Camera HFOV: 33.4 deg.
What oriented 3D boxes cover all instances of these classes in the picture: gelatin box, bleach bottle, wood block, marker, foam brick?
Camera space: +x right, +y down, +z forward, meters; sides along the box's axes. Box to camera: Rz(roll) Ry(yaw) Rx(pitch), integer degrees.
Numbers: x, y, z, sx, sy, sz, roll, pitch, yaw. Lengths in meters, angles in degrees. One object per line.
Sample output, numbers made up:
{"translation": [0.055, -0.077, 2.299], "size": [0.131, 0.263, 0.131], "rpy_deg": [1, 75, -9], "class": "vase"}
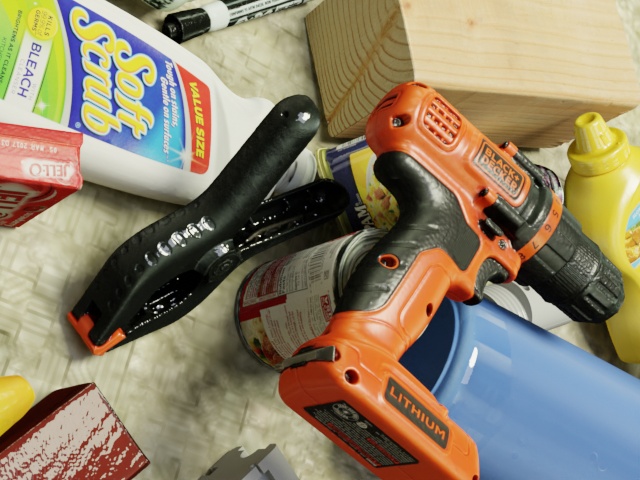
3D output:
{"translation": [-0.163, -0.031, 0.506], "size": [0.073, 0.089, 0.030], "rpy_deg": [7, 75, -34], "class": "gelatin box"}
{"translation": [-0.109, -0.080, 0.573], "size": [0.250, 0.068, 0.102], "rpy_deg": [18, 75, -33], "class": "bleach bottle"}
{"translation": [0.106, -0.120, 0.713], "size": [0.205, 0.091, 0.090], "rpy_deg": [-1, 73, -36], "class": "wood block"}
{"translation": [-0.048, -0.144, 0.659], "size": [0.120, 0.020, 0.020], "rpy_deg": [-28, 95, -37], "class": "marker"}
{"translation": [-0.133, 0.112, 0.514], "size": [0.078, 0.053, 0.051], "rpy_deg": [-38, 101, -35], "class": "foam brick"}

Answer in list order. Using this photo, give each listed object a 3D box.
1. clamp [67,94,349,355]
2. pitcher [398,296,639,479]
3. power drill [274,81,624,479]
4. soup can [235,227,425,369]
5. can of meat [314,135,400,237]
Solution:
{"translation": [-0.054, 0.001, 0.573], "size": [0.039, 0.171, 0.120], "rpy_deg": [54, 5, 28], "class": "clamp"}
{"translation": [0.140, 0.135, 0.667], "size": [0.242, 0.145, 0.149], "rpy_deg": [30, 51, -22], "class": "pitcher"}
{"translation": [0.072, 0.035, 0.548], "size": [0.184, 0.057, 0.187], "rpy_deg": [39, 56, -17], "class": "power drill"}
{"translation": [0.006, 0.035, 0.602], "size": [0.068, 0.102, 0.068], "rpy_deg": [10, 73, -33], "class": "soup can"}
{"translation": [0.054, -0.023, 0.651], "size": [0.057, 0.084, 0.102], "rpy_deg": [-23, 93, -75], "class": "can of meat"}
